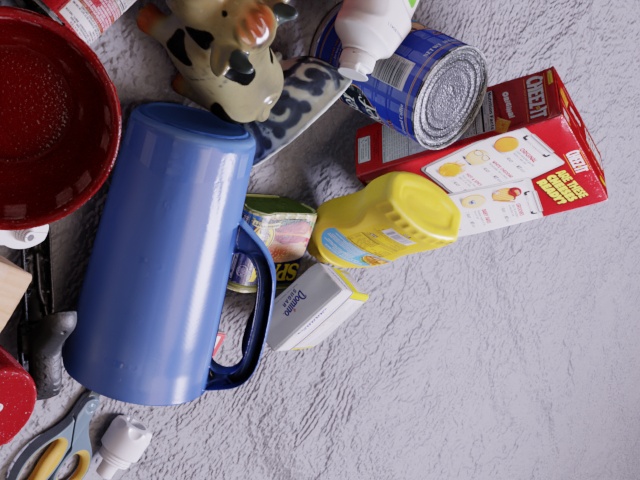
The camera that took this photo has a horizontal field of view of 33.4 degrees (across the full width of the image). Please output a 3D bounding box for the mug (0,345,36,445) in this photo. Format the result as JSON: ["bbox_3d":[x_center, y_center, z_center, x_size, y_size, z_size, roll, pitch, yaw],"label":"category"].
[{"bbox_3d":[-0.284,0.127,0.875,0.093,0.082,0.117,-37,140,-25],"label":"mug"}]

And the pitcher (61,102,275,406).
[{"bbox_3d":[-0.125,0.013,0.922,0.148,0.145,0.243,0,113,-42],"label":"pitcher"}]

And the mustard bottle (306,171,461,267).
[{"bbox_3d":[0.047,-0.012,1.087,0.096,0.192,0.058,28,62,-27],"label":"mustard bottle"}]

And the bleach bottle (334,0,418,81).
[{"bbox_3d":[0.064,-0.264,0.933,0.102,0.068,0.251,28,78,-55],"label":"bleach bottle"}]

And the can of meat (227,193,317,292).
[{"bbox_3d":[-0.057,0.001,1.063,0.101,0.058,0.084,0,114,-50],"label":"can of meat"}]

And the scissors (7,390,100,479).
[{"bbox_3d":[-0.221,0.172,1.039,0.201,0.016,0.096,-48,145,-11],"label":"scissors"}]

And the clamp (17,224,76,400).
[{"bbox_3d":[-0.235,0.068,0.894,0.039,0.120,0.172,1,141,-24],"label":"clamp"}]

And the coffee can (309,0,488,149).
[{"bbox_3d":[0.073,-0.161,1.014,0.102,0.140,0.103,-29,136,-33],"label":"coffee can"}]

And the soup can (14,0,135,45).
[{"bbox_3d":[-0.165,-0.192,0.777,0.102,0.069,0.068,-48,143,-13],"label":"soup can"}]

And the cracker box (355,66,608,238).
[{"bbox_3d":[0.165,-0.079,1.093,0.164,0.214,0.072,44,38,-49],"label":"cracker box"}]

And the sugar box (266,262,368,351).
[{"bbox_3d":[-0.008,0.071,1.113,0.093,0.048,0.176,-42,167,4],"label":"sugar box"}]

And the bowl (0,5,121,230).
[{"bbox_3d":[-0.224,-0.091,0.763,0.162,0.055,0.162,-3,112,-9],"label":"bowl"}]
